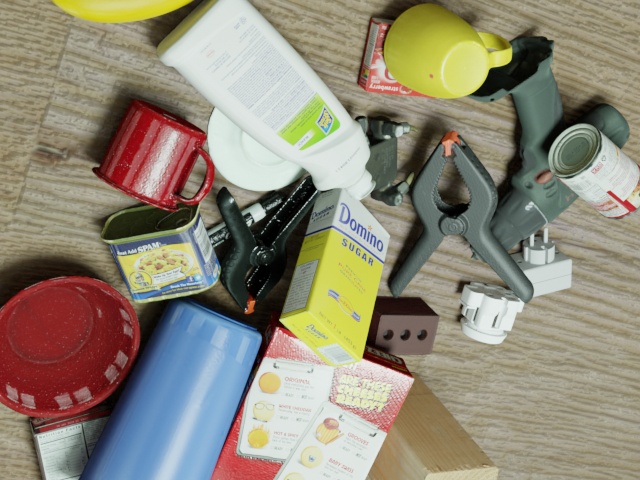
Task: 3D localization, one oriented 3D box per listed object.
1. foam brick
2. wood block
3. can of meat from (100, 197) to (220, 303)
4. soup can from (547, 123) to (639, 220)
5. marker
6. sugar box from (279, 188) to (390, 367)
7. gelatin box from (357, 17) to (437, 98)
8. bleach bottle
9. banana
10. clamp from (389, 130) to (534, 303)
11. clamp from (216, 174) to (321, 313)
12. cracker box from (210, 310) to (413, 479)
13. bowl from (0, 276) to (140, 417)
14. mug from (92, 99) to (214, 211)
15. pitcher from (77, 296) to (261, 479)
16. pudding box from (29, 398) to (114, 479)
[{"bbox_3d":[0.089,0.099,1.243,0.078,0.051,0.053,1,112,-22],"label":"foam brick"},{"bbox_3d":[0.109,0.242,1.226,0.090,0.206,0.090,0,113,-22],"label":"wood block"},{"bbox_3d":[-0.160,0.012,1.087,0.102,0.057,0.084,-10,123,12],"label":"can of meat"},{"bbox_3d":[0.303,-0.074,1.160,0.102,0.069,0.068,31,99,-35],"label":"soup can"},{"bbox_3d":[-0.090,-0.018,1.137,0.121,0.020,0.020,-30,121,-6],"label":"marker"},{"bbox_3d":[0.019,0.036,1.124,0.048,0.176,0.093,-17,131,37],"label":"sugar box"},{"bbox_3d":[0.090,-0.190,1.122,0.089,0.030,0.073,3,112,-23],"label":"gelatin box"},{"bbox_3d":[-0.040,-0.129,1.057,0.102,0.068,0.250,-44,113,1],"label":"bleach bottle"},{"bbox_3d":[-0.170,-0.239,0.992,0.197,0.037,0.070,-9,116,-18],"label":"banana"},{"bbox_3d":[0.159,-0.017,1.176,0.165,0.036,0.210,7,120,13],"label":"clamp"},{"bbox_3d":[-0.057,0.001,1.133,0.120,0.039,0.171,-12,135,-22],"label":"clamp"},{"bbox_3d":[-0.018,0.205,1.175,0.164,0.072,0.214,21,101,-12],"label":"cracker box"},{"bbox_3d":[-0.270,0.099,1.093,0.161,0.055,0.162,-12,118,-23],"label":"bowl"},{"bbox_3d":[-0.153,-0.079,1.033,0.081,0.117,0.093,-63,158,7],"label":"mug"},{"bbox_3d":[-0.154,0.188,1.132,0.144,0.149,0.243,26,86,-29],"label":"pitcher"},{"bbox_3d":[-0.264,0.237,1.175,0.090,0.039,0.113,-12,115,-17],"label":"pudding box"}]
